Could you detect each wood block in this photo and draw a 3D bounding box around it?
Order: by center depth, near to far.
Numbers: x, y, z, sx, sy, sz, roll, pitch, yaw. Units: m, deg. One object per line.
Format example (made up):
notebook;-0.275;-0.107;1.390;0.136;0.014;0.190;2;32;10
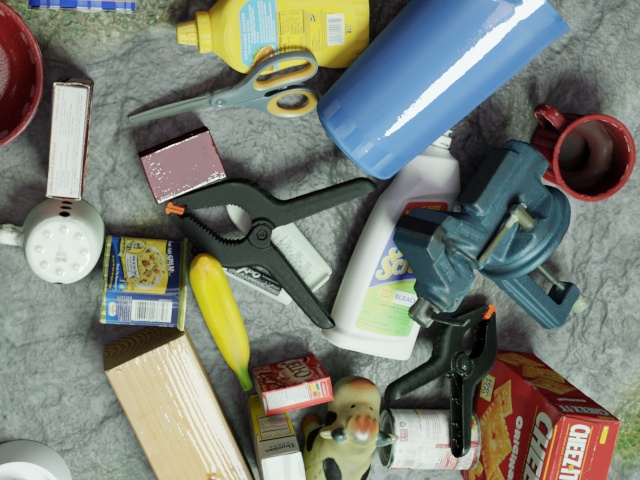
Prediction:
wood block;-0.146;0.195;1.132;0.090;0.090;0.206;-24;105;-6

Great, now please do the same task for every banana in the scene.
banana;-0.102;0.070;1.106;0.037;0.070;0.198;-31;134;-15

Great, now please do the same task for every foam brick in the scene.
foam brick;-0.142;-0.078;1.092;0.078;0.053;0.051;-23;105;-6

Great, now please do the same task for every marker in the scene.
marker;-0.084;0.036;1.145;0.121;0.020;0.020;28;96;-15

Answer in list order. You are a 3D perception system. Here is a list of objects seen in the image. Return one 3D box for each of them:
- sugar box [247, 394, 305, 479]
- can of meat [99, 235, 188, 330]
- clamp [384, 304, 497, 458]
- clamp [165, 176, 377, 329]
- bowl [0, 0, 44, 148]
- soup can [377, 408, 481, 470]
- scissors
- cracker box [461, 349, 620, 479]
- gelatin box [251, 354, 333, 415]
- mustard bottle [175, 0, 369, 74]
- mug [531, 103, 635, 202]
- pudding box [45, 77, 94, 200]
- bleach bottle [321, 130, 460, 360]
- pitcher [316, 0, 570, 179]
sugar box;-0.044;0.231;1.114;0.048;0.176;0.093;-10;104;-9
can of meat;-0.179;0.041;1.087;0.084;0.102;0.057;4;132;-9
clamp;0.138;0.136;1.164;0.120;0.039;0.171;35;64;-27
clamp;-0.057;0.001;1.101;0.210;0.036;0.164;9;99;-4
bowl;-0.348;-0.164;1.033;0.162;0.055;0.162;-2;103;-10
soup can;0.121;0.223;1.200;0.102;0.068;0.068;3;102;-11
scissors;-0.088;-0.138;1.103;0.202;0.016;0.096;-22;142;17
cracker box;0.226;0.227;1.145;0.072;0.214;0.164;7;101;-13
gelatin box;-0.031;0.153;1.144;0.073;0.089;0.030;-12;103;-8
mustard bottle;-0.049;-0.216;1.075;0.191;0.058;0.096;-7;125;-9
mug;0.271;-0.102;1.150;0.117;0.081;0.093;43;91;-17
pudding box;-0.245;-0.101;1.048;0.039;0.090;0.113;3;101;-11
bleach bottle;0.084;-0.003;1.147;0.102;0.068;0.251;14;97;-20
pitcher;0.118;-0.176;1.064;0.243;0.145;0.149;-43;125;16
